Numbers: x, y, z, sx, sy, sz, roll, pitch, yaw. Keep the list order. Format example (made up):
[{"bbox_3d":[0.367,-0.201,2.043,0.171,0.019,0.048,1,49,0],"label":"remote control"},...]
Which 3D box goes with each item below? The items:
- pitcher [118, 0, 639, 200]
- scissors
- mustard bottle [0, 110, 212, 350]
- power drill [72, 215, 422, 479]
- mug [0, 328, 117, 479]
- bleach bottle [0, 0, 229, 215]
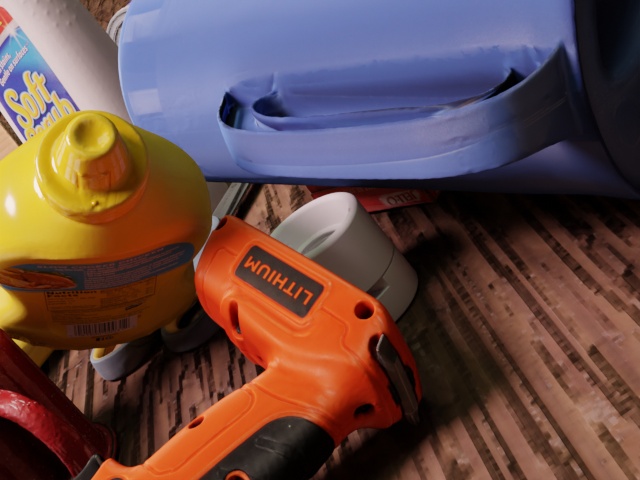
[{"bbox_3d":[0.025,-0.076,0.443,0.243,0.149,0.145,0,77,39],"label":"pitcher"},{"bbox_3d":[-0.054,0.001,0.602,0.096,0.016,0.201,-5,40,47],"label":"scissors"},{"bbox_3d":[-0.095,-0.004,0.449,0.096,0.058,0.192,-7,-18,-14],"label":"mustard bottle"},{"bbox_3d":[-0.070,0.078,0.384,0.185,0.057,0.187,29,67,39],"label":"power drill"},{"bbox_3d":[-0.147,0.091,0.481,0.117,0.081,0.093,-9,36,46],"label":"mug"},{"bbox_3d":[-0.164,-0.100,0.640,0.103,0.250,0.068,-12,34,43],"label":"bleach bottle"}]
